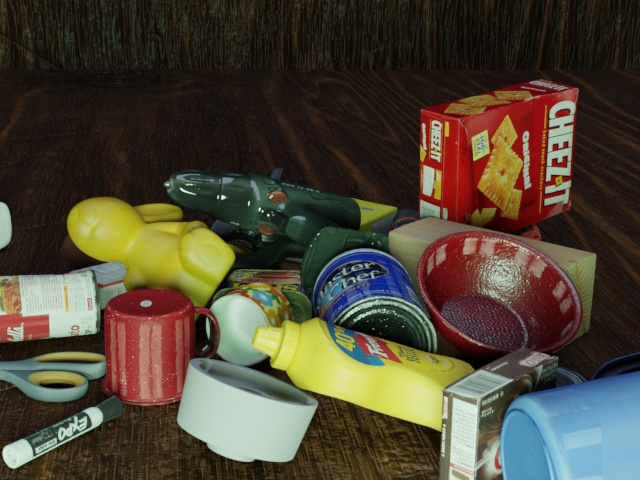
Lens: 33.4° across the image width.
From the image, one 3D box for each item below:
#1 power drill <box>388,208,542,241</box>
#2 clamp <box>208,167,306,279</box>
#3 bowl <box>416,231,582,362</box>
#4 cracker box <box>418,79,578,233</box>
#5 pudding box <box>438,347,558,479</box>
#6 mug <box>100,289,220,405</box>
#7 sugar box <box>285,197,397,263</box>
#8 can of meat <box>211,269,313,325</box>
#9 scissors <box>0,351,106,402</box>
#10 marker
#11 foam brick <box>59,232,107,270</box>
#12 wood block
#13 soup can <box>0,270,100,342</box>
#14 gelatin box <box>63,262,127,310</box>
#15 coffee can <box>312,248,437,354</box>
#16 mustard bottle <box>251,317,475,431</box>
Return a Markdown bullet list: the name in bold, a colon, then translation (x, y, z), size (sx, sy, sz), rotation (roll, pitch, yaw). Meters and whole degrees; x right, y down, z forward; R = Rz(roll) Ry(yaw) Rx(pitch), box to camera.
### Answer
- **power drill**: translation (0.179, 0.002, 1.349), size (0.187, 0.057, 0.184), rotation (-1, 21, 4)
- **clamp**: translation (-0.058, 0.002, 1.258), size (0.165, 0.036, 0.209), rotation (39, 45, 18)
- **bowl**: translation (0.164, 0.064, 1.021), size (0.162, 0.055, 0.162), rotation (9, 42, -8)
- **cracker box**: translation (0.216, -0.093, 1.282), size (0.213, 0.164, 0.072), rotation (-17, 27, -35)
- **pudding box**: translation (0.139, 0.142, 0.829), size (0.113, 0.090, 0.039), rotation (-16, 22, -42)
- **mug**: translation (-0.145, 0.093, 0.983), size (0.117, 0.081, 0.093), rotation (-9, 20, -29)
- **sugar box**: translation (0.019, -0.014, 1.406), size (0.093, 0.048, 0.175), rotation (12, 19, 31)
- **can of meat**: translation (-0.057, 0.067, 1.121), size (0.102, 0.057, 0.084), rotation (2, 15, 3)
- **scissors**: translation (-0.296, 0.126, 0.977), size (0.201, 0.016, 0.096), rotation (-3, 18, -13)
- **marker**: translation (-0.208, 0.156, 0.881), size (0.020, 0.020, 0.120), rotation (12, 20, 33)
- **foam brick**: translation (-0.262, 0.000, 1.275), size (0.051, 0.053, 0.078), rotation (45, 43, 6)
- **wood block**: translation (0.180, 0.043, 1.155), size (0.206, 0.091, 0.090), rotation (14, 21, 36)
- **soup can**: translation (-0.280, 0.066, 1.087), size (0.102, 0.068, 0.069), rotation (-4, 18, -18)
- **gelatin box**: translation (-0.234, 0.049, 1.211), size (0.089, 0.030, 0.073), rotation (-15, 22, -43)
- **coffee can**: translation (0.048, 0.077, 1.013), size (0.102, 0.103, 0.140), rotation (0, 17, -5)
- **mustard bottle**: translation (0.035, 0.107, 0.895), size (0.191, 0.058, 0.096), rotation (18, 13, -10)
